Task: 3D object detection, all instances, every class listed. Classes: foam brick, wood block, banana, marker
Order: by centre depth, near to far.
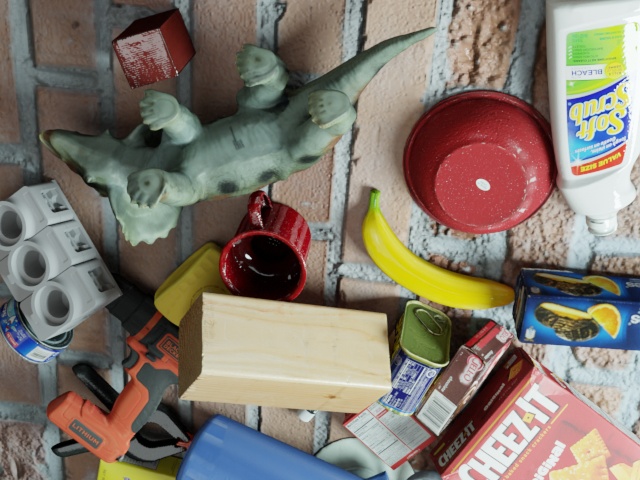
[{"bbox_3d":[-0.163,-0.190,1.053,0.053,0.078,0.051,-12,114,15],"label":"foam brick"},{"bbox_3d":[-0.039,0.122,1.127,0.205,0.090,0.091,8,152,-21],"label":"wood block"},{"bbox_3d":[0.114,0.028,1.147,0.197,0.037,0.070,35,117,-10],"label":"banana"},{"bbox_3d":[0.014,0.169,1.250,0.020,0.020,0.121,36,118,-10],"label":"marker"}]

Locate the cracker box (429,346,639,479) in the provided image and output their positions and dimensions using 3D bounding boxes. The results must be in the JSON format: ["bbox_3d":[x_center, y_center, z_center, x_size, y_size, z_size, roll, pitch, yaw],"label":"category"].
[{"bbox_3d":[0.258,0.250,1.194,0.213,0.072,0.164,37,97,-13],"label":"cracker box"}]

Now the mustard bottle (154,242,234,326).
[{"bbox_3d":[-0.090,0.099,1.205,0.096,0.058,0.191,-43,106,4],"label":"mustard bottle"}]

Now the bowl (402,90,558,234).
[{"bbox_3d":[0.162,-0.066,1.079,0.162,0.055,0.162,4,118,7],"label":"bowl"}]

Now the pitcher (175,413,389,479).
[{"bbox_3d":[-0.049,0.313,1.257,0.243,0.149,0.145,26,134,8],"label":"pitcher"}]

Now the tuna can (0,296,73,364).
[{"bbox_3d":[-0.327,0.097,1.230,0.034,0.086,0.086,-36,107,22],"label":"tuna can"}]

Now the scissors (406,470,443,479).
[{"bbox_3d":[0.121,0.341,1.298,0.096,0.016,0.202,19,136,1],"label":"scissors"}]

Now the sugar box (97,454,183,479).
[{"bbox_3d":[-0.194,0.321,1.351,0.176,0.048,0.093,15,118,3],"label":"sugar box"}]

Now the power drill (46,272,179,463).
[{"bbox_3d":[-0.230,0.151,1.235,0.184,0.057,0.188,41,101,-9],"label":"power drill"}]

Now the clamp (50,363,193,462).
[{"bbox_3d":[-0.244,0.233,1.305,0.171,0.039,0.120,25,104,-2],"label":"clamp"}]

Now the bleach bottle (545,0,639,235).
[{"bbox_3d":[0.274,-0.120,1.029,0.103,0.068,0.251,-5,119,12],"label":"bleach bottle"}]

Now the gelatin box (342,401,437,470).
[{"bbox_3d":[0.083,0.217,1.256,0.089,0.030,0.073,43,114,-10],"label":"gelatin box"}]

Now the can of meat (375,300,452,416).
[{"bbox_3d":[0.099,0.129,1.169,0.057,0.102,0.084,24,121,-4],"label":"can of meat"}]

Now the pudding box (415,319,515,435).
[{"bbox_3d":[0.159,0.149,1.173,0.039,0.089,0.114,40,121,15],"label":"pudding box"}]

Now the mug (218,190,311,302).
[{"bbox_3d":[-0.057,0.001,1.136,0.093,0.081,0.117,-8,117,13],"label":"mug"}]
